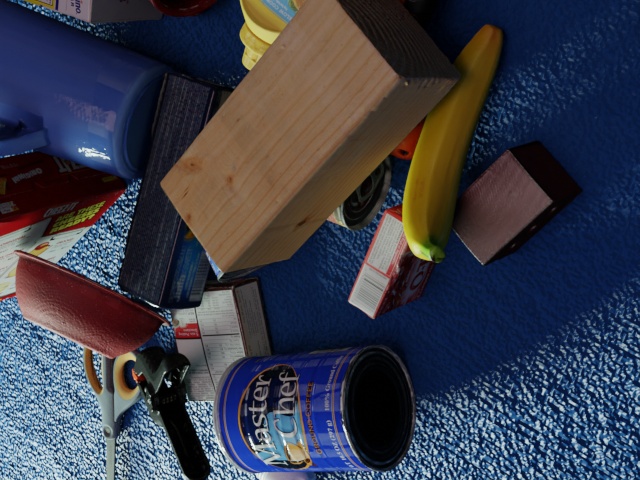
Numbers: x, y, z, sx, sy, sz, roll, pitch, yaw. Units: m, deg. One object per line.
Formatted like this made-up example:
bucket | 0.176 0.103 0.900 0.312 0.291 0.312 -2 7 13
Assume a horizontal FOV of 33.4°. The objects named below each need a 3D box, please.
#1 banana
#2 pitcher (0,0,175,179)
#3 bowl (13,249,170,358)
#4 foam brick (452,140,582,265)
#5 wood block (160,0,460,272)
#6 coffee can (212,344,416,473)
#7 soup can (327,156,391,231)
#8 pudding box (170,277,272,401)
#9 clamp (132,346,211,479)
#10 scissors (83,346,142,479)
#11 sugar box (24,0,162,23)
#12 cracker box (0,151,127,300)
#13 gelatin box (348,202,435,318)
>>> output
banana | 0.094 -0.062 0.770 0.070 0.037 0.197 -24 45 56
pitcher | -0.257 -0.135 0.975 0.243 0.144 0.149 21 93 19
bowl | -0.225 0.068 1.003 0.162 0.162 0.055 18 77 32
foam brick | 0.139 -0.027 0.781 0.051 0.052 0.078 52 126 14
wood block | -0.011 -0.078 0.773 0.206 0.090 0.090 -46 71 30
coffee can | -0.006 0.144 0.898 0.141 0.102 0.103 -10 95 37
soup can | -0.002 -0.057 0.868 0.102 0.068 0.068 24 115 30
pudding box | -0.091 0.093 0.990 0.090 0.039 0.113 -5 100 37
clamp | -0.140 0.154 0.993 0.172 0.039 0.120 -174 77 -71
scissors | -0.205 0.191 1.112 0.096 0.016 0.202 -3 99 37
sugar box | -0.237 -0.241 0.980 0.176 0.093 0.048 20 113 30
cracker box | -0.317 -0.006 1.052 0.214 0.163 0.072 -40 79 36
gelatin box | 0.066 0.011 0.832 0.030 0.073 0.089 34 119 25
